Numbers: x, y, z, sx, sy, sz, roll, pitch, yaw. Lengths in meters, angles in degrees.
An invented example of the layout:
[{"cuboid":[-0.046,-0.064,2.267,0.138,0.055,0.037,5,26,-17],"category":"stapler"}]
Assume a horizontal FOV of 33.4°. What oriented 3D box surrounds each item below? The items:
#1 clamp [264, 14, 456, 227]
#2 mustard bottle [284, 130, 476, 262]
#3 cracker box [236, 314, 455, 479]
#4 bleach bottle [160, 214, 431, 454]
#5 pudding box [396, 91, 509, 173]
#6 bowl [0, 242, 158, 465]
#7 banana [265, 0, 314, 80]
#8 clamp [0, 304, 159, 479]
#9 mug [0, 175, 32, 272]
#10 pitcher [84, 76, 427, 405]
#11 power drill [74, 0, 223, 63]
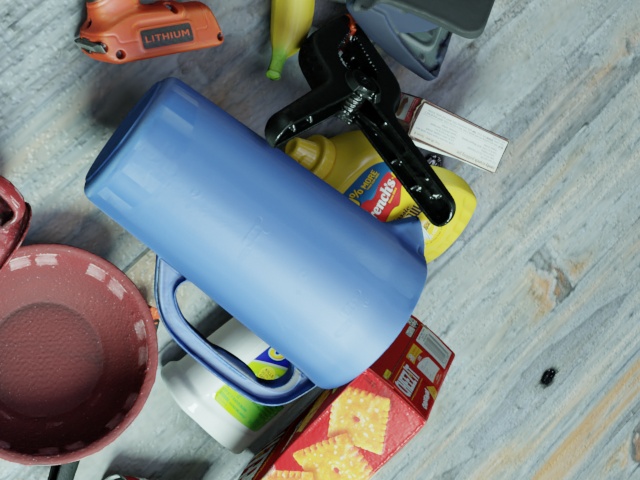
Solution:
[{"cuboid":[0.018,-0.111,0.830,0.164,0.210,0.036,20,130,-31],"category":"clamp"},{"cuboid":[0.045,-0.045,0.942,0.191,0.058,0.096,26,118,-36],"category":"mustard bottle"},{"cuboid":[0.008,0.167,0.889,0.072,0.164,0.214,43,110,2],"category":"cracker box"},{"cuboid":[-0.011,0.066,0.915,0.251,0.068,0.102,-42,128,-2],"category":"bleach bottle"},{"cuboid":[0.097,-0.100,0.944,0.113,0.090,0.039,16,97,-36],"category":"pudding box"},{"cuboid":[-0.204,0.086,0.795,0.162,0.055,0.162,3,78,-16],"category":"bowl"},{"cuboid":[-0.026,-0.229,0.832,0.037,0.069,0.198,1,118,8],"category":"banana"},{"cuboid":[-0.191,0.122,0.854,0.171,0.039,0.120,-36,118,-17],"category":"clamp"},{"cuboid":[-0.251,-0.017,0.725,0.081,0.117,0.093,43,42,-31],"category":"mug"},{"cuboid":[-0.055,0.001,0.790,0.242,0.145,0.149,37,49,-17],"category":"pitcher"},{"cuboid":[-0.120,-0.232,0.774,0.184,0.057,0.188,-17,113,-29],"category":"power drill"}]
